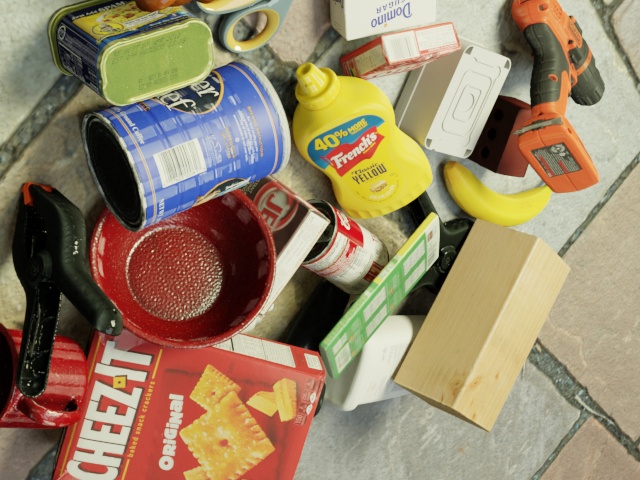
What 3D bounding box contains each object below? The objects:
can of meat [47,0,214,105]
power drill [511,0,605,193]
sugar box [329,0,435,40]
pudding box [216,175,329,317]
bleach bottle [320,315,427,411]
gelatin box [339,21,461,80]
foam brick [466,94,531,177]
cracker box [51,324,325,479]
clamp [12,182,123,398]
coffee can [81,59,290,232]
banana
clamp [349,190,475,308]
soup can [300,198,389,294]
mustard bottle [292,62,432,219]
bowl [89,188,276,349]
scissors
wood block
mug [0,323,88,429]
[{"bbox_3d":[-0.144,-0.150,0.822,0.101,0.084,0.057,-24,130,-28],"label":"can of meat"},{"bbox_3d":[0.253,-0.146,1.115,0.184,0.057,0.187,39,45,-43],"label":"power drill"},{"bbox_3d":[0.053,-0.271,0.932,0.093,0.048,0.176,-14,129,-16],"label":"sugar box"},{"bbox_3d":[-0.057,0.001,0.990,0.039,0.090,0.113,27,98,-48],"label":"pudding box"},{"bbox_3d":[0.111,0.137,1.243,0.250,0.068,0.103,2,114,-44],"label":"bleach bottle"},{"bbox_3d":[0.075,-0.175,1.000,0.089,0.073,0.030,-17,92,-32],"label":"gelatin box"},{"bbox_3d":[0.202,-0.115,1.165,0.051,0.053,0.078,0,115,-41],"label":"foam brick"},{"bbox_3d":[-0.119,0.162,0.975,0.213,0.072,0.164,15,102,-13],"label":"cracker box"},{"bbox_3d":[-0.214,0.035,0.840,0.120,0.171,0.039,-40,143,22],"label":"clamp"},{"bbox_3d":[-0.110,-0.080,0.882,0.140,0.103,0.103,-25,130,-27],"label":"coffee can"},{"bbox_3d":[0.202,-0.051,1.222,0.197,0.037,0.069,2,96,-43],"label":"banana"},{"bbox_3d":[0.130,0.007,1.193,0.209,0.036,0.165,-1,115,-43],"label":"clamp"},{"bbox_3d":[0.016,0.009,1.073,0.102,0.069,0.068,32,94,-47],"label":"soup can"},{"bbox_3d":[0.028,-0.100,1.011,0.096,0.058,0.191,-23,138,16],"label":"mustard bottle"},{"bbox_3d":[-0.122,0.021,0.934,0.162,0.162,0.055,-30,173,-23],"label":"bowl"},{"bbox_3d":[-0.011,-0.215,0.908,0.201,0.016,0.096,-15,136,-13],"label":"scissors"},{"bbox_3d":[0.181,0.093,1.181,0.090,0.091,0.206,36,78,-46],"label":"wood block"},{"bbox_3d":[-0.243,0.121,0.893,0.081,0.117,0.093,15,100,-50],"label":"mug"}]
